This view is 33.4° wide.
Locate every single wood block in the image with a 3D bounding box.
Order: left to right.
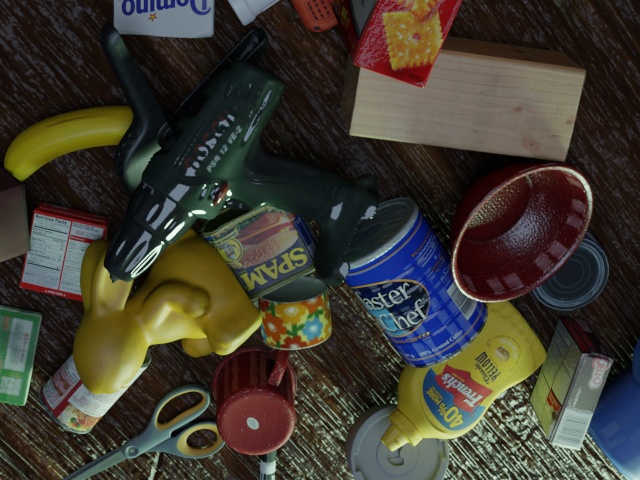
[{"bbox_3d":[0.129,-0.141,1.004,0.206,0.091,0.090,6,111,-7],"label":"wood block"}]

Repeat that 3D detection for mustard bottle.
[{"bbox_3d":[0.138,0.147,1.106,0.191,0.058,0.096,-41,109,-8],"label":"mustard bottle"}]

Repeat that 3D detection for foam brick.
[{"bbox_3d":[-0.315,-0.024,1.020,0.051,0.053,0.078,-25,133,-37],"label":"foam brick"}]

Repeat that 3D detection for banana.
[{"bbox_3d":[-0.224,-0.097,1.027,0.198,0.037,0.069,-16,140,5],"label":"banana"}]

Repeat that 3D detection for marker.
[{"bbox_3d":[-0.060,0.272,1.191,0.020,0.020,0.121,3,111,-6],"label":"marker"}]

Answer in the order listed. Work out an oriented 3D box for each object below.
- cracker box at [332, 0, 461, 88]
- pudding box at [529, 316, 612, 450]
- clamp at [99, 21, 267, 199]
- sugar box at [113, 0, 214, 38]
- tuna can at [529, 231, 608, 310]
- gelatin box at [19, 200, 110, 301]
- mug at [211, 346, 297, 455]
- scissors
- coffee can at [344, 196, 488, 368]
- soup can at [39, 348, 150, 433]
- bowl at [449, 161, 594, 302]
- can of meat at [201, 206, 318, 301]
[{"bbox_3d":[0.085,-0.251,0.856,0.072,0.164,0.214,18,114,-14],"label":"cracker box"},{"bbox_3d":[0.263,0.149,1.129,0.039,0.090,0.113,13,110,-8],"label":"pudding box"},{"bbox_3d":[-0.131,-0.109,0.992,0.164,0.036,0.210,-11,129,-30],"label":"clamp"},{"bbox_3d":[-0.139,-0.273,0.956,0.093,0.048,0.176,1,110,-5],"label":"sugar box"},{"bbox_3d":[0.255,0.029,1.111,0.086,0.034,0.086,-1,112,-4],"label":"tuna can"},{"bbox_3d":[-0.255,0.011,1.068,0.073,0.030,0.089,13,110,-8],"label":"gelatin box"},{"bbox_3d":[-0.063,0.160,1.113,0.093,0.081,0.117,27,107,-14],"label":"mug"},{"bbox_3d":[-0.187,0.235,1.169,0.202,0.016,0.096,-42,109,12],"label":"scissors"},{"bbox_3d":[0.088,0.042,1.066,0.103,0.103,0.140,-34,110,9],"label":"coffee can"},{"bbox_3d":[-0.232,0.139,1.100,0.068,0.068,0.102,39,104,-17],"label":"soup can"},{"bbox_3d":[0.183,-0.019,1.036,0.162,0.055,0.162,-17,132,-20],"label":"bowl"},{"bbox_3d":[-0.057,0.001,1.065,0.102,0.057,0.084,-26,109,6],"label":"can of meat"}]
